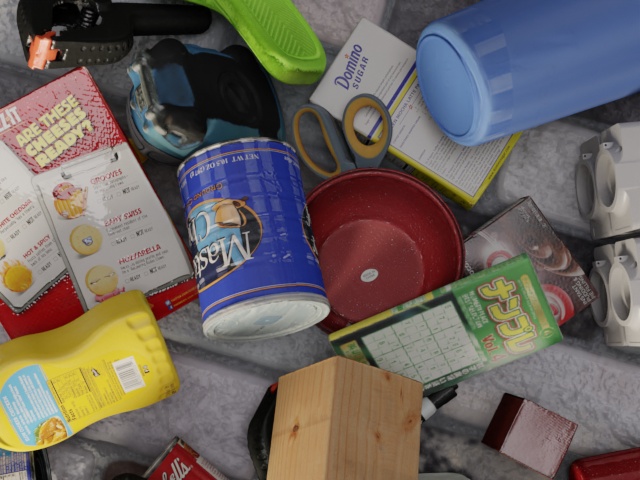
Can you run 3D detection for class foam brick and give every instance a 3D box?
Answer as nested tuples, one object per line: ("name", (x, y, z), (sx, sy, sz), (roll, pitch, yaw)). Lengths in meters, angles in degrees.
("foam brick", (0.179, 0.167, 0.921), (0.053, 0.078, 0.051), (28, 85, -1))

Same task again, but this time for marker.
("marker", (0.073, 0.164, 0.944), (0.121, 0.020, 0.020), (-38, 89, -6))

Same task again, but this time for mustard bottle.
("mustard bottle", (-0.213, 0.115, 0.841), (0.191, 0.058, 0.096), (-23, 128, -11))

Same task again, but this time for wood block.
("wood block", (0.014, 0.207, 0.836), (0.090, 0.091, 0.206), (21, 61, -29))

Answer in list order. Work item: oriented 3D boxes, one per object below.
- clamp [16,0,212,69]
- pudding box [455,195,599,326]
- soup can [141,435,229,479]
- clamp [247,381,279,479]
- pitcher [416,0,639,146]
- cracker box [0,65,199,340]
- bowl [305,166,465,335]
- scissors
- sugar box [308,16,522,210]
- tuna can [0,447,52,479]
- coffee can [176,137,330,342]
("clamp", (-0.199, -0.194, 0.886), (0.164, 0.209, 0.036), (28, 121, 5))
("pudding box", (0.178, 0.031, 0.953), (0.090, 0.039, 0.113), (-35, 88, -5))
("soup can", (-0.105, 0.224, 0.902), (0.102, 0.068, 0.068), (40, 83, -1))
("clamp", (-0.031, 0.200, 0.894), (0.039, 0.120, 0.171), (-29, 67, 36))
("pitcher", (0.202, -0.173, 0.910), (0.242, 0.149, 0.145), (-22, 94, -18))
("cracker box", (-0.214, -0.014, 0.888), (0.164, 0.072, 0.213), (-30, 104, -7))
("bowl", (0.043, 0.021, 0.912), (0.162, 0.055, 0.162), (1, 102, 6))
("scissors", (0.050, -0.042, 0.935), (0.096, 0.016, 0.202), (-33, 97, 16))
("sugar box", (0.086, -0.113, 0.957), (0.176, 0.048, 0.093), (33, 85, 3))
("tuna can", (-0.246, 0.199, 0.885), (0.033, 0.086, 0.086), (-10, 86, -7))
("coffee can", (-0.056, 0.001, 0.869), (0.102, 0.103, 0.140), (-10, 71, -5))
